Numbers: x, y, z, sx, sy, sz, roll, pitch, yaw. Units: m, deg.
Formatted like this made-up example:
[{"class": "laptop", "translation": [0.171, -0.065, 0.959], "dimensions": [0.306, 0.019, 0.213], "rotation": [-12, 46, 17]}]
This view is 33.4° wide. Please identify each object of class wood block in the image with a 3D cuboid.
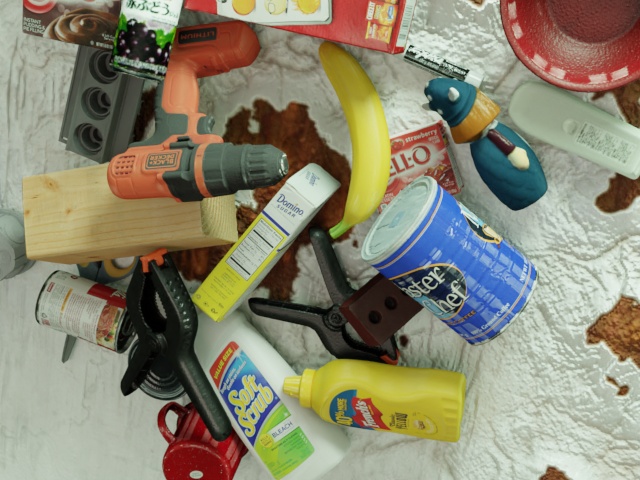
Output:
[{"class": "wood block", "translation": [-0.202, -0.032, 1.132], "dimensions": [0.206, 0.090, 0.090], "rotation": [-8, 82, 18]}]

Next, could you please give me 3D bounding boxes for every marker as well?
[{"class": "marker", "translation": [0.101, -0.176, 1.039], "dimensions": [0.121, 0.020, 0.020], "rotation": [25, 114, 9]}]

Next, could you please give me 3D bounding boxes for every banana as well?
[{"class": "banana", "translation": [0.034, -0.103, 1.046], "dimensions": [0.070, 0.037, 0.198], "rotation": [-4, 85, 16]}]

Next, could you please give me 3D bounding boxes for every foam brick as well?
[{"class": "foam brick", "translation": [0.066, 0.064, 1.093], "dimensions": [0.078, 0.051, 0.053], "rotation": [-41, 94, -11]}]

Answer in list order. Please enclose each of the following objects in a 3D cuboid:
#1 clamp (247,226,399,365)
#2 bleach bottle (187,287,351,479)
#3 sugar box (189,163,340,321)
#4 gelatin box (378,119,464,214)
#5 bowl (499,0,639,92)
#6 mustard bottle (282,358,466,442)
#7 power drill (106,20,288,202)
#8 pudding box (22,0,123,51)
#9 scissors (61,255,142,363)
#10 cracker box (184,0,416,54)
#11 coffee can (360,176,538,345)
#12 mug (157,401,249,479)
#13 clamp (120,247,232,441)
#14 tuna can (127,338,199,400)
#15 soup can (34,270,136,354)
[{"class": "clamp", "translation": [0.008, 0.081, 1.143], "dimensions": [0.120, 0.039, 0.171], "rotation": [-40, 92, 23]}, {"class": "bleach bottle", "translation": [-0.081, 0.162, 1.189], "dimensions": [0.103, 0.068, 0.251], "rotation": [-40, 90, 24]}, {"class": "sugar box", "translation": [-0.057, 0.001, 1.110], "dimensions": [0.048, 0.093, 0.176], "rotation": [39, 114, 3]}, {"class": "gelatin box", "translation": [0.090, -0.073, 1.070], "dimensions": [0.089, 0.030, 0.073], "rotation": [-15, 102, 22]}, {"class": "bowl", "translation": [0.245, -0.217, 0.957], "dimensions": [0.162, 0.055, 0.162], "rotation": [6, 109, 17]}, {"class": "mustard bottle", "translation": [0.055, 0.165, 1.127], "dimensions": [0.192, 0.058, 0.096], "rotation": [7, 143, 10]}, {"class": "power drill", "translation": [-0.110, -0.125, 1.043], "dimensions": [0.185, 0.187, 0.057], "rotation": [-2, 150, 19]}, {"class": "pudding box", "translation": [-0.239, -0.242, 1.057], "dimensions": [0.113, 0.039, 0.090], "rotation": [13, 114, 12]}, {"class": "scissors", "translation": [-0.256, 0.063, 1.239], "dimensions": [0.096, 0.016, 0.202], "rotation": [12, 111, 14]}, {"class": "cracker box", "translation": [-0.007, -0.278, 1.007], "dimensions": [0.214, 0.072, 0.164], "rotation": [15, 104, 14]}, {"class": "coffee can", "translation": [0.124, 0.020, 1.032], "dimensions": [0.140, 0.102, 0.103], "rotation": [38, 116, -14]}, {"class": "mug", "translation": [-0.138, 0.231, 1.209], "dimensions": [0.093, 0.081, 0.117], "rotation": [-38, 103, 24]}, {"class": "clamp", "translation": [-0.157, 0.110, 1.132], "dimensions": [0.165, 0.036, 0.210], "rotation": [23, 126, 32]}, {"class": "tuna can", "translation": [-0.178, 0.141, 1.229], "dimensions": [0.086, 0.033, 0.086], "rotation": [6, 109, 17]}, {"class": "soup can", "translation": [-0.259, 0.080, 1.199], "dimensions": [0.102, 0.068, 0.068], "rotation": [18, 112, 10]}]
